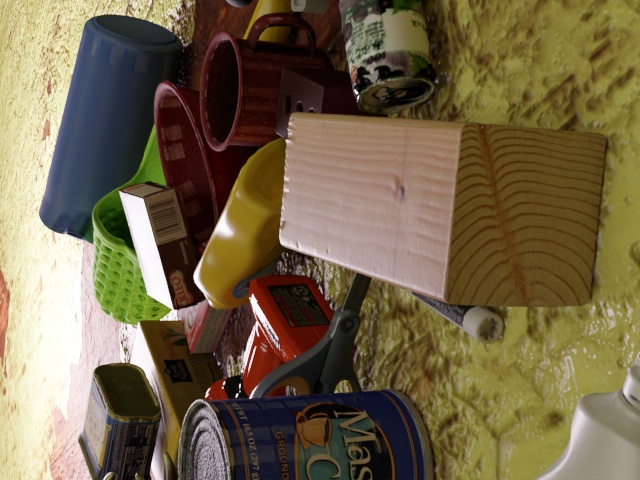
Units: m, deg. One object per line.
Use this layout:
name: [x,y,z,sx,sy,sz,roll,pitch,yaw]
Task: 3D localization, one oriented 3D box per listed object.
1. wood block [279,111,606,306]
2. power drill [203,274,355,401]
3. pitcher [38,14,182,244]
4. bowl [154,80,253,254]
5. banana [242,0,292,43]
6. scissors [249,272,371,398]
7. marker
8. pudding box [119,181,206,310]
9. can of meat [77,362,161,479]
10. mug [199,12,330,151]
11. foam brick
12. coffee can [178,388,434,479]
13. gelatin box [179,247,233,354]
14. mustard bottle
wood block: [0.059,-0.025,0.618,0.206,0.090,0.091,-162,75,-64]
power drill: [-0.033,0.136,0.844,0.185,0.057,0.188,55,137,42]
pitcher: [-0.229,-0.126,1.201,0.149,0.144,0.243,41,123,43]
bowl: [-0.099,-0.070,0.966,0.162,0.055,0.162,-16,90,69]
banana: [-0.062,-0.162,0.943,0.198,0.037,0.069,132,150,-53]
scissors: [-0.001,0.065,0.746,0.016,0.096,0.202,-140,52,-62]
marker: [0.073,0.035,0.667,0.121,0.020,0.020,-146,60,-60]
pudding box: [-0.150,0.003,1.012,0.090,0.039,0.113,15,119,63]
can of meat: [-0.192,0.177,1.022,0.102,0.057,0.084,48,130,54]
mug: [-0.039,-0.124,0.834,0.093,0.081,0.117,-118,38,-46]
foam brick: [0.007,-0.092,0.772,0.078,0.051,0.053,-142,56,-59]
coffee can: [-0.011,0.152,0.702,0.103,0.140,0.103,-179,90,-65]
gelatin box: [-0.113,0.056,1.046,0.089,0.030,0.073,114,146,-40]
mustard bottle: [-0.056,0.001,0.860,0.058,0.096,0.192,39,140,6]
